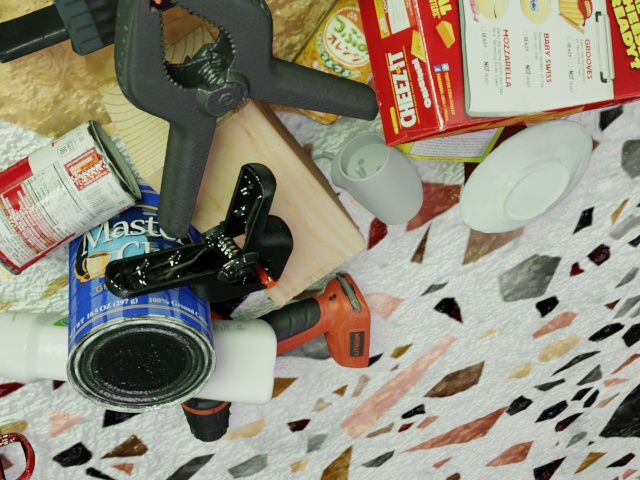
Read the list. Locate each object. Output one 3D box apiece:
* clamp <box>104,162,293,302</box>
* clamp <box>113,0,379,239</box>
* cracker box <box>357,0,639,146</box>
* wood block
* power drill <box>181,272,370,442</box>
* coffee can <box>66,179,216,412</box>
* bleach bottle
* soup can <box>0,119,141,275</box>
[{"bbox_3d":[-0.055,0.001,0.696,0.120,0.039,0.171,-32,166,15],"label":"clamp"},{"bbox_3d":[-0.051,-0.096,0.628,0.164,0.036,0.210,-29,145,-5],"label":"clamp"},{"bbox_3d":[0.128,-0.160,0.707,0.213,0.164,0.072,-13,-178,-30],"label":"cracker box"},{"bbox_3d":[-0.056,-0.048,0.787,0.090,0.091,0.206,-35,143,5],"label":"wood block"},{"bbox_3d":[-0.047,0.113,1.013,0.187,0.057,0.184,-18,142,-16],"label":"power drill"},{"bbox_3d":[-0.133,0.039,0.778,0.102,0.140,0.103,-6,135,-6],"label":"coffee can"},{"bbox_3d":[-0.166,0.089,0.860,0.250,0.068,0.103,5,180,-10],"label":"bleach bottle"},{"bbox_3d":[-0.184,-0.030,0.740,0.102,0.068,0.068,-31,144,1],"label":"soup can"}]
